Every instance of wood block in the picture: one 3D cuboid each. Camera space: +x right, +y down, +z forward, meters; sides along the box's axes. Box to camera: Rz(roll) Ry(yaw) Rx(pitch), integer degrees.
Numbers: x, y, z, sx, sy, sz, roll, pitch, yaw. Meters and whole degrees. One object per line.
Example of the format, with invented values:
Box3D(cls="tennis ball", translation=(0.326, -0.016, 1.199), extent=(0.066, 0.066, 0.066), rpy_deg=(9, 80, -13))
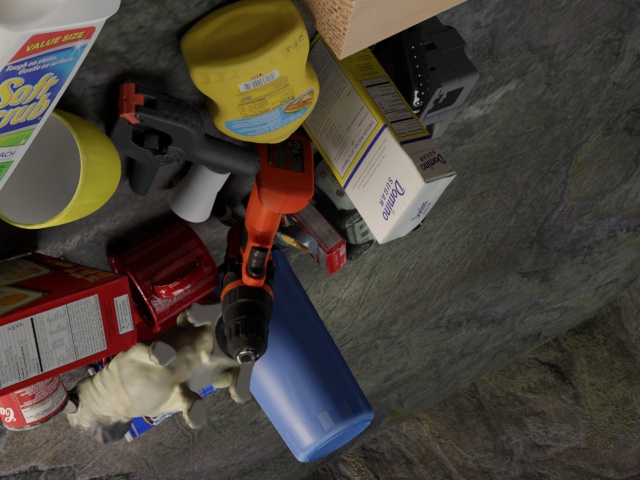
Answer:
Box3D(cls="wood block", translation=(0.082, -0.232, 0.804), extent=(0.205, 0.090, 0.091), rpy_deg=(-28, 161, -18))

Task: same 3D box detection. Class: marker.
Box3D(cls="marker", translation=(-0.098, -0.024, 1.141), extent=(0.020, 0.020, 0.121), rpy_deg=(-34, 162, 3))

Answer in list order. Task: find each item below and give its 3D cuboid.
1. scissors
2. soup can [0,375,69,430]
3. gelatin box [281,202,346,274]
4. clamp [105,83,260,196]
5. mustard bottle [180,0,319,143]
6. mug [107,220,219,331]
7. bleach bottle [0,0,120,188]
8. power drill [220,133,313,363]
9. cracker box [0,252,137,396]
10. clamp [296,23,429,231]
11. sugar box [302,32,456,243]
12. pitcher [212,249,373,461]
Box3D(cls="scissors", translation=(-0.055, -0.014, 1.218), extent=(0.016, 0.096, 0.202), rpy_deg=(-56, -165, -8))
Box3D(cls="soup can", translation=(-0.292, 0.122, 1.031), extent=(0.068, 0.069, 0.102), rpy_deg=(-26, 117, -22))
Box3D(cls="gelatin box", translation=(-0.007, -0.010, 1.215), extent=(0.030, 0.089, 0.073), rpy_deg=(-39, 163, -11))
Box3D(cls="clamp", translation=(-0.117, -0.082, 0.886), extent=(0.120, 0.039, 0.171), rpy_deg=(-12, 162, 1))
Box3D(cls="mustard bottle", translation=(-0.050, -0.128, 0.891), extent=(0.096, 0.058, 0.191), rpy_deg=(-23, 161, -1))
Box3D(cls="mug", translation=(-0.151, 0.033, 1.067), extent=(0.081, 0.093, 0.117), rpy_deg=(-32, -164, -19))
Box3D(cls="bleach bottle", translation=(-0.202, -0.115, 0.671), extent=(0.251, 0.068, 0.102), rpy_deg=(-47, 158, 29))
Box3D(cls="power drill", translation=(-0.057, 0.001, 1.032), extent=(0.057, 0.184, 0.188), rpy_deg=(10, 131, -14))
Box3D(cls="cracker box", translation=(-0.283, 0.077, 0.871), extent=(0.213, 0.072, 0.164), rpy_deg=(-20, -161, -38))
Box3D(cls="clamp", translation=(0.044, -0.128, 0.996), extent=(0.036, 0.165, 0.210), rpy_deg=(-30, 140, -39))
Box3D(cls="sugar box", translation=(0.040, -0.095, 0.941), extent=(0.048, 0.176, 0.093), rpy_deg=(-20, 157, -36))
Box3D(cls="pitcher", translation=(-0.044, 0.147, 1.306), extent=(0.145, 0.243, 0.149), rpy_deg=(-36, 162, 10))
